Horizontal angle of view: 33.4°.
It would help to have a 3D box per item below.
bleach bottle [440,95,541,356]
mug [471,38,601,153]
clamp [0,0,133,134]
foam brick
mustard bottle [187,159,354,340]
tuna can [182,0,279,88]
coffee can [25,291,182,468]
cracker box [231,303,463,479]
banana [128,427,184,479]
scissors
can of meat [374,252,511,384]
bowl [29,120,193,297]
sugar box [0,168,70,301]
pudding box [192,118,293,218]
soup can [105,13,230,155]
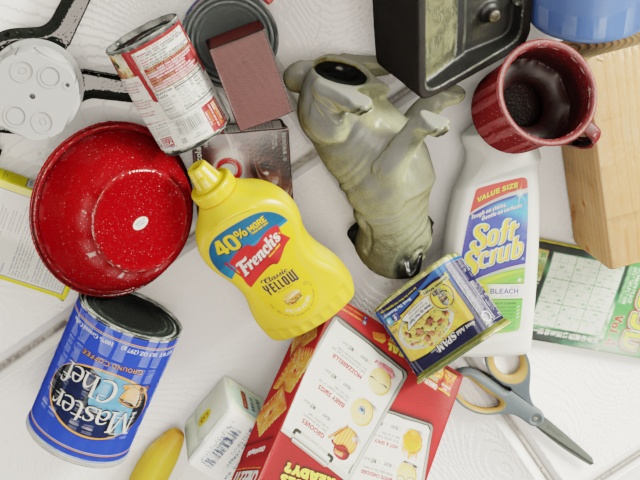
[{"bbox_3d":[0.160,-0.015,1.032,0.102,0.068,0.251,0,105,2],"label":"bleach bottle"},{"bbox_3d":[0.194,-0.117,0.946,0.117,0.082,0.093,29,79,-9],"label":"mug"},{"bbox_3d":[-0.230,-0.162,0.929,0.210,0.036,0.164,-21,111,-5],"label":"clamp"},{"bbox_3d":[-0.061,-0.142,0.918,0.051,0.053,0.078,-21,112,-2],"label":"foam brick"},{"bbox_3d":[-0.056,0.001,0.963,0.096,0.058,0.191,-30,120,13],"label":"mustard bottle"},{"bbox_3d":[-0.081,-0.180,0.949,0.086,0.034,0.086,-3,110,-8],"label":"tuna can"},{"bbox_3d":[-0.203,0.126,1.000,0.102,0.103,0.140,21,104,-16],"label":"coffee can"},{"bbox_3d":[0.025,0.186,1.021,0.164,0.072,0.213,33,65,-18],"label":"cracker box"},{"bbox_3d":[-0.174,0.283,1.098,0.069,0.037,0.198,-8,113,-25],"label":"banana"},{"bbox_3d":[0.230,0.168,1.132,0.201,0.016,0.096,23,104,-16],"label":"scissors"},{"bbox_3d":[0.111,0.072,1.001,0.102,0.057,0.084,-39,79,26],"label":"can of meat"},{"bbox_3d":[-0.171,-0.022,0.943,0.161,0.055,0.162,-10,107,-34],"label":"bowl"},{"bbox_3d":[-0.298,-0.018,0.964,0.176,0.048,0.093,21,102,-13],"label":"sugar box"},{"bbox_3d":[-0.072,-0.053,0.992,0.090,0.039,0.113,-6,111,-8],"label":"pudding box"},{"bbox_3d":[-0.128,-0.132,0.910,0.068,0.068,0.102,-27,113,1],"label":"soup can"}]
